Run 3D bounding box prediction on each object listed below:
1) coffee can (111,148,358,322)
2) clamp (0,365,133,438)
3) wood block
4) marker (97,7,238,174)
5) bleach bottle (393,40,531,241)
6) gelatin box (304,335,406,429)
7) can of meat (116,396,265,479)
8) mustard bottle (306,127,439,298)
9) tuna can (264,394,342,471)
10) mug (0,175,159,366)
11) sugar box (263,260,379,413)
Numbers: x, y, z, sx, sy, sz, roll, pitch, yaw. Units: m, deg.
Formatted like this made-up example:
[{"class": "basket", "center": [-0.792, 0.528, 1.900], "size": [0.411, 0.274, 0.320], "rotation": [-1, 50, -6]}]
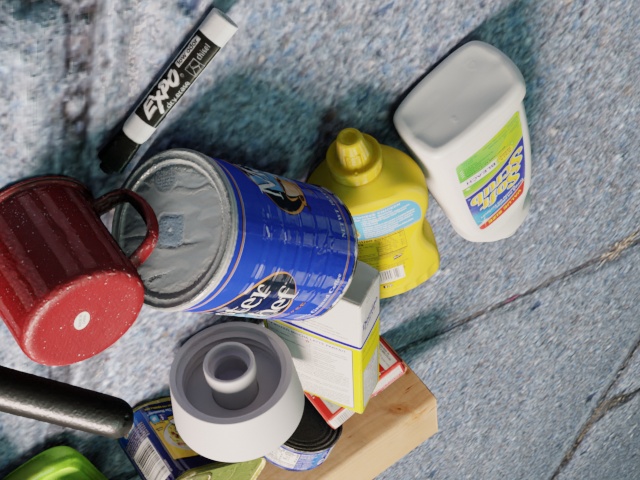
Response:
[{"class": "coffee can", "center": [-0.055, 0.001, 0.719], "size": [0.103, 0.103, 0.140], "rotation": [-52, 148, 18]}, {"class": "clamp", "center": [-0.222, 0.081, 0.634], "size": [0.165, 0.036, 0.209], "rotation": [-5, 151, 24]}, {"class": "wood block", "center": [0.009, 0.202, 1.068], "size": [0.206, 0.090, 0.091], "rotation": [-34, 149, -13]}, {"class": "marker", "center": [-0.094, -0.087, 0.642], "size": [0.121, 0.020, 0.020], "rotation": [-49, 149, 14]}, {"class": "bleach bottle", "center": [0.139, -0.063, 0.898], "size": [0.102, 0.068, 0.250], "rotation": [-42, 152, 1]}, {"class": "gelatin box", "center": [0.023, 0.118, 0.990], "size": [0.089, 0.073, 0.030], "rotation": [-39, 151, -5]}, {"class": "can of meat", "center": [-0.111, 0.178, 0.905], "size": [0.101, 0.084, 0.057], "rotation": [-5, 134, -46]}, {"class": "mustard bottle", "center": [0.037, -0.023, 0.829], "size": [0.096, 0.058, 0.191], "rotation": [-13, 148, 4]}, {"class": "tuna can", "center": [-0.025, 0.172, 0.994], "size": [0.085, 0.086, 0.034], "rotation": [-13, 141, -39]}, {"class": "mug", "center": [-0.150, 0.015, 0.649], "size": [0.117, 0.082, 0.093], "rotation": [-35, 149, -10]}, {"class": "sugar box", "center": [0.001, 0.071, 0.881], "size": [0.176, 0.093, 0.048], "rotation": [89, 27, -52]}]
